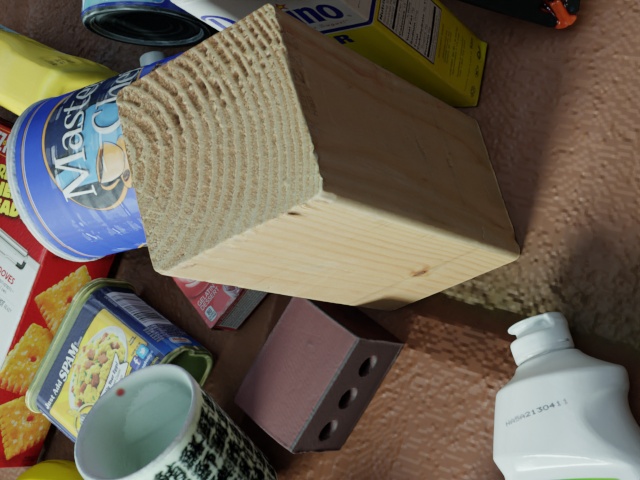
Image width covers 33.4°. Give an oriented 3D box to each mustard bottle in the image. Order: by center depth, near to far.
[{"bbox_3d":[-0.218,-0.120,0.745,0.192,0.096,0.058,27,97,32],"label":"mustard bottle"}]

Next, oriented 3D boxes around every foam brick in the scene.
[{"bbox_3d":[-0.002,0.075,0.605,0.051,0.052,0.078,36,102,31],"label":"foam brick"}]

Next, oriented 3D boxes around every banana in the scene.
[{"bbox_3d":[-0.163,0.173,0.676,0.198,0.037,0.069,-22,73,50],"label":"banana"}]

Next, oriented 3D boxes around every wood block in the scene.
[{"bbox_3d":[0.009,-0.027,0.524,0.091,0.205,0.090,-25,70,26],"label":"wood block"}]

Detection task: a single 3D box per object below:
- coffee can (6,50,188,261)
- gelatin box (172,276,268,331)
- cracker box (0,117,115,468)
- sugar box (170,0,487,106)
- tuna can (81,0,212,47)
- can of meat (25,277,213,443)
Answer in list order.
[{"bbox_3d":[-0.095,-0.050,0.620,0.141,0.102,0.103,-12,76,31],"label":"coffee can"},{"bbox_3d":[-0.054,0.001,0.663,0.089,0.030,0.073,-49,60,15],"label":"gelatin box"},{"bbox_3d":[-0.234,0.027,0.747,0.164,0.072,0.214,24,95,33],"label":"cracker box"},{"bbox_3d":[0.010,-0.113,0.555,0.093,0.176,0.048,4,84,32],"label":"sugar box"},{"bbox_3d":[-0.111,-0.153,0.691,0.086,0.086,0.034,-1,83,32],"label":"tuna can"},{"bbox_3d":[-0.127,0.088,0.679,0.084,0.057,0.102,33,101,29],"label":"can of meat"}]
